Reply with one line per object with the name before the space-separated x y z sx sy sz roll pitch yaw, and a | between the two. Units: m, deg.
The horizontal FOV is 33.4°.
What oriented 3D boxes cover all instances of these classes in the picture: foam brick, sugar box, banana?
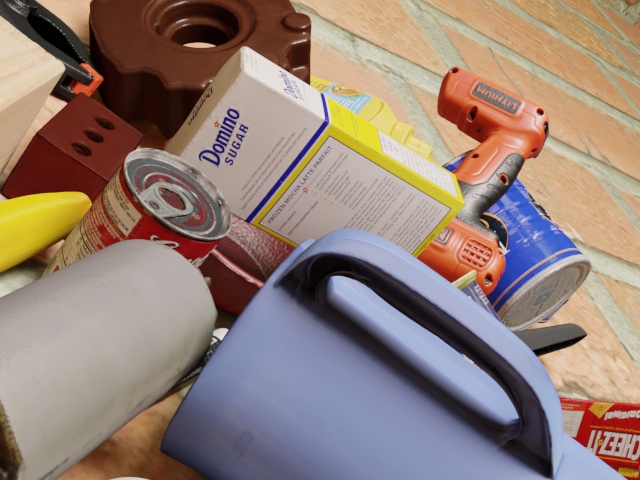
foam brick | -0.155 -0.049 0.673 0.053 0.051 0.078 36 27 -10
sugar box | -0.004 -0.042 0.691 0.176 0.093 0.048 31 27 -22
banana | -0.178 0.009 0.542 0.197 0.070 0.037 -62 146 -74

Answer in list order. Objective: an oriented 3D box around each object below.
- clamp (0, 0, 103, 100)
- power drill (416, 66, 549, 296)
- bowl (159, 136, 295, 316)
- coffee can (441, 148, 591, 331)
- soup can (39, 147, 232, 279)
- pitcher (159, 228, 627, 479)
clamp | -0.232 -0.164 0.763 0.171 0.039 0.120 44 28 6
power drill | 0.097 -0.059 0.906 0.184 0.057 0.187 29 64 10
bowl | -0.055 0.001 0.728 0.162 0.055 0.162 32 27 -19
coffee can | 0.160 0.000 0.966 0.102 0.103 0.140 2 45 -52
soup can | -0.105 0.008 0.594 0.068 0.102 0.068 32 27 -19
pitcher | 0.055 0.110 0.529 0.243 0.145 0.149 34 -6 6
